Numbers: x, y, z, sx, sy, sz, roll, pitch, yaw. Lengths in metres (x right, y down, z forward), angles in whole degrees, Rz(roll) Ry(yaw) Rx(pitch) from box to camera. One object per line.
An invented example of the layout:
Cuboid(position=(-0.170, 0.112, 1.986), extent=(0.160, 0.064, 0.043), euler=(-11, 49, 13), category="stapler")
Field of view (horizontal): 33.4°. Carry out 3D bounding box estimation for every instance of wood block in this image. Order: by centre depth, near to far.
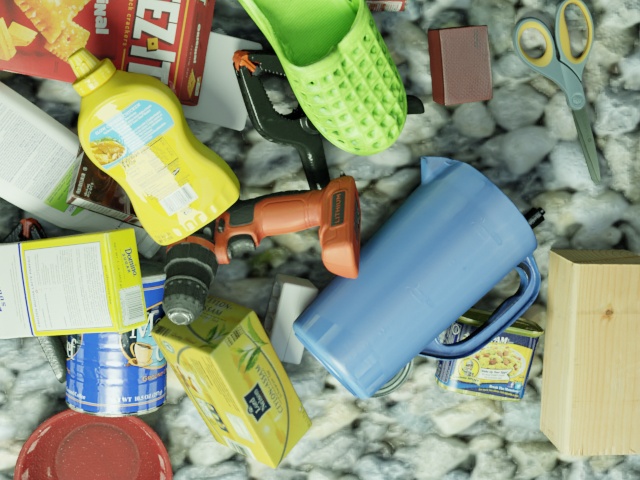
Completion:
Cuboid(position=(0.297, 0.118, 1.151), extent=(0.090, 0.090, 0.206), euler=(0, 100, -6), category="wood block")

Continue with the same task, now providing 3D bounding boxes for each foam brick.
Cuboid(position=(0.144, -0.182, 1.101), extent=(0.053, 0.051, 0.078), euler=(-6, 100, -7), category="foam brick")

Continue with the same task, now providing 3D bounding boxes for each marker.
Cuboid(position=(0.196, 0.007, 1.156), extent=(0.121, 0.020, 0.020), euler=(-42, 102, 1), category="marker")

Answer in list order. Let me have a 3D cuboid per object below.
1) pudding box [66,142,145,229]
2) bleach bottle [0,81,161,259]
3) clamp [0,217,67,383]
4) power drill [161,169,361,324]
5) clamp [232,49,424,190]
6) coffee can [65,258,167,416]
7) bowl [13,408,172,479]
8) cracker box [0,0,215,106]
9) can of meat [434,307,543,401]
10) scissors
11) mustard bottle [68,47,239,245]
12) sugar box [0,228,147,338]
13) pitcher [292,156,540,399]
Cuboid(position=(-0.191, -0.077, 1.040), extent=(0.090, 0.039, 0.113), euler=(19, 73, -23), category="pudding box")
Cuboid(position=(-0.269, -0.060, 1.066), extent=(0.250, 0.068, 0.102), euler=(38, 91, -13), category="bleach bottle")
Cuboid(position=(-0.299, 0.066, 1.095), extent=(0.120, 0.039, 0.171), euler=(16, 97, -11), category="clamp")
Cuboid(position=(-0.057, 0.001, 1.033), extent=(0.188, 0.184, 0.057), euler=(-2, 139, 9), category="power drill")
Cuboid(position=(0.001, -0.132, 1.076), extent=(0.164, 0.036, 0.209), euler=(-48, 120, -2), category="clamp")
Cuboid(position=(-0.205, 0.095, 1.079), extent=(0.102, 0.103, 0.140), euler=(2, 99, -7), category="coffee can")
Cuboid(position=(-0.237, 0.243, 1.123), extent=(0.162, 0.055, 0.162), euler=(-1, 99, -7), category="bowl")
Cuboid(position=(-0.213, -0.227, 1.013), extent=(0.214, 0.072, 0.164), euler=(11, 98, 9), category="cracker box")
Cuboid(position=(0.180, 0.123, 1.154), extent=(0.102, 0.057, 0.084), euler=(11, 100, -8), category="can of meat")
Cuboid(position=(0.253, -0.157, 1.137), extent=(0.096, 0.016, 0.202), euler=(-3, 100, -5), category="scissors")
Cuboid(position=(-0.163, -0.093, 0.972), extent=(0.096, 0.058, 0.191), euler=(-31, 113, 13), category="mustard bottle")
Cuboid(position=(-0.247, 0.042, 1.010), extent=(0.177, 0.048, 0.093), euler=(-5, 94, 35), category="sugar box")
Cuboid(position=(0.098, 0.049, 1.075), extent=(0.242, 0.149, 0.145), euler=(-44, 146, -6), category="pitcher")
